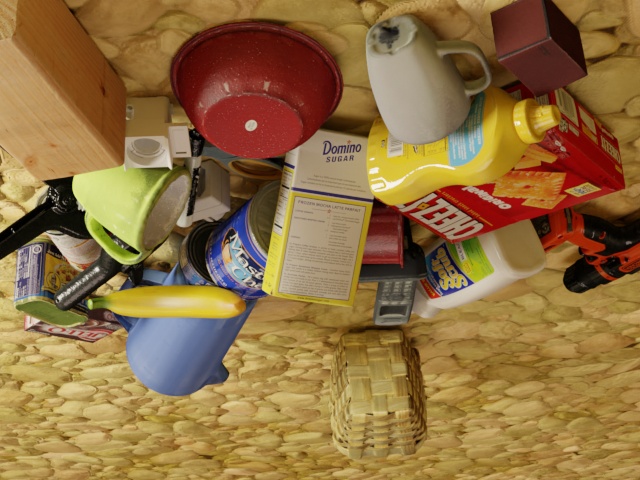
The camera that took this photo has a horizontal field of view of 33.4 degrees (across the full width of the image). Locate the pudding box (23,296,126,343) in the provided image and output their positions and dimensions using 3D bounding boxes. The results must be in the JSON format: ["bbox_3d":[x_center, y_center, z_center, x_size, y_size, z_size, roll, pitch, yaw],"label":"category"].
[{"bbox_3d":[-0.339,0.107,1.477,0.113,0.039,0.090,18,148,-37],"label":"pudding box"}]

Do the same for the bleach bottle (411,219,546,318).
[{"bbox_3d":[0.172,0.042,1.324,0.067,0.102,0.251,-12,162,-31],"label":"bleach bottle"}]

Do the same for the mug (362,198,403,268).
[{"bbox_3d":[0.052,-0.022,1.200,0.081,0.093,0.117,0,141,5],"label":"mug"}]

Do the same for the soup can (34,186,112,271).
[{"bbox_3d":[-0.272,-0.015,1.197,0.068,0.068,0.102,-6,154,7],"label":"soup can"}]

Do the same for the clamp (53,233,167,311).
[{"bbox_3d":[-0.212,0.016,1.185,0.172,0.039,0.120,-39,173,33],"label":"clamp"}]

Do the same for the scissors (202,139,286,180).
[{"bbox_3d":[-0.107,-0.103,1.091,0.201,0.016,0.096,17,146,-36],"label":"scissors"}]

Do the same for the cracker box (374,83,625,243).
[{"bbox_3d":[0.183,-0.075,1.114,0.214,0.072,0.164,-20,149,33],"label":"cracker box"}]

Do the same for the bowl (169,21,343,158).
[{"bbox_3d":[-0.060,-0.124,0.977,0.162,0.055,0.162,2,145,1],"label":"bowl"}]

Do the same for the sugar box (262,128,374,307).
[{"bbox_3d":[0.002,-0.025,1.093,0.093,0.176,0.048,9,-175,-21],"label":"sugar box"}]

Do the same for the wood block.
[{"bbox_3d":[-0.246,-0.142,0.906,0.090,0.091,0.206,-9,154,11],"label":"wood block"}]

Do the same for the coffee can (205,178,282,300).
[{"bbox_3d":[-0.058,0.001,1.194,0.102,0.103,0.141,9,159,-24],"label":"coffee can"}]

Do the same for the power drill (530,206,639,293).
[{"bbox_3d":[0.319,0.008,1.325,0.187,0.057,0.185,9,148,-30],"label":"power drill"}]

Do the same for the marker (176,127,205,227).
[{"bbox_3d":[-0.134,-0.064,1.094,0.020,0.020,0.121,4,131,-13],"label":"marker"}]

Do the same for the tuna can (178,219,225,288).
[{"bbox_3d":[-0.124,0.020,1.264,0.086,0.086,0.034,10,153,-25],"label":"tuna can"}]

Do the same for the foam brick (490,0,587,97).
[{"bbox_3d":[0.192,-0.172,0.937,0.053,0.051,0.078,-20,150,30],"label":"foam brick"}]

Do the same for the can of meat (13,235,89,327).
[{"bbox_3d":[-0.328,0.053,1.313,0.058,0.084,0.102,-18,151,28],"label":"can of meat"}]

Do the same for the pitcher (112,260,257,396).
[{"bbox_3d":[-0.173,0.095,1.388,0.149,0.145,0.243,-6,154,-26],"label":"pitcher"}]

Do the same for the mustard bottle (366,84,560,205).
[{"bbox_3d":[0.136,-0.097,1.008,0.192,0.096,0.058,-12,150,37],"label":"mustard bottle"}]

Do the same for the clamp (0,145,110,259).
[{"bbox_3d":[-0.273,-0.037,1.101,0.209,0.165,0.036,7,-165,-35],"label":"clamp"}]

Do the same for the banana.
[{"bbox_3d":[-0.167,0.074,1.232,0.198,0.037,0.069,-2,-166,20],"label":"banana"}]
